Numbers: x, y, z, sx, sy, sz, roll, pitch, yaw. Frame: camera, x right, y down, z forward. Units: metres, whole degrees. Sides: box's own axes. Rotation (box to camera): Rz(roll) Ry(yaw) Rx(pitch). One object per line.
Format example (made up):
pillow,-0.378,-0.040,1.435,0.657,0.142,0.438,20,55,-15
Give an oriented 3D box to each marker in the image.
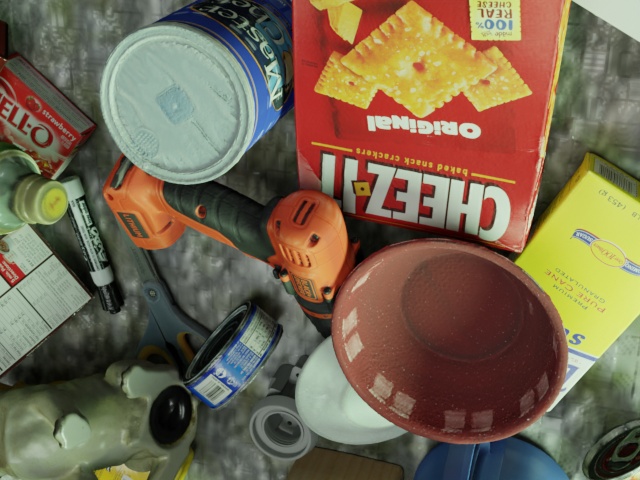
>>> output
marker,-0.188,0.006,0.879,0.020,0.020,0.121,-8,111,22

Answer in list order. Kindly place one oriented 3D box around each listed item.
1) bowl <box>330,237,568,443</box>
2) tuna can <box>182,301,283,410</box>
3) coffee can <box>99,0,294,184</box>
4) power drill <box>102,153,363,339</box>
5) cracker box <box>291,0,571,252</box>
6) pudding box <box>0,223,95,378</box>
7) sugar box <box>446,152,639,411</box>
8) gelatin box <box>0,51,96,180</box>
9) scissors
bowl,0.091,0.059,0.735,0.162,0.055,0.162,9,119,16
tuna can,-0.069,0.089,0.836,0.033,0.086,0.086,41,120,-11
coffee can,-0.070,-0.110,0.715,0.103,0.140,0.103,7,116,16
power drill,-0.055,0.001,0.782,0.188,0.057,0.184,20,155,19
cracker box,0.067,-0.102,0.679,0.164,0.072,0.214,13,135,14
pudding box,-0.256,0.050,0.874,0.090,0.113,0.039,51,162,-9
sugar box,0.174,0.034,0.751,0.093,0.048,0.176,34,119,2
gelatin box,-0.233,-0.092,0.843,0.089,0.030,0.073,43,119,-4
scissors,-0.147,0.056,0.890,0.096,0.016,0.201,-29,101,28
